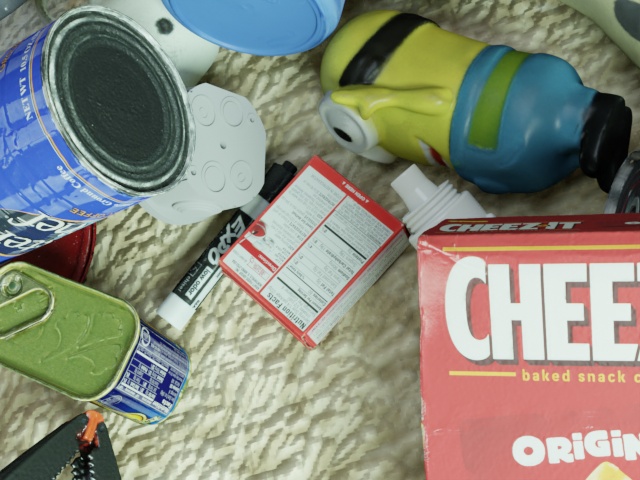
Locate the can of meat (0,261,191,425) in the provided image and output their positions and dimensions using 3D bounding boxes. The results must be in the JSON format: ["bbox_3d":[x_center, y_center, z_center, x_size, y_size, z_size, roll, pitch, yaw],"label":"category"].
[{"bbox_3d":[-0.133,0.061,0.605,0.102,0.084,0.057,18,75,23],"label":"can of meat"}]

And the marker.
[{"bbox_3d":[-0.054,0.001,0.641,0.020,0.020,0.121,34,82,26],"label":"marker"}]

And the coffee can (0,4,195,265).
[{"bbox_3d":[-0.152,-0.051,0.573,0.141,0.102,0.103,-20,62,33],"label":"coffee can"}]

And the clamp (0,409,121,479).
[{"bbox_3d":[-0.140,0.193,0.554,0.036,0.164,0.210,-30,33,45],"label":"clamp"}]

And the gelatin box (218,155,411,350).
[{"bbox_3d":[-0.004,0.007,0.617,0.073,0.030,0.089,40,84,25],"label":"gelatin box"}]

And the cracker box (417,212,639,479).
[{"bbox_3d":[0.130,0.097,0.467,0.164,0.072,0.214,-1,97,17],"label":"cracker box"}]
